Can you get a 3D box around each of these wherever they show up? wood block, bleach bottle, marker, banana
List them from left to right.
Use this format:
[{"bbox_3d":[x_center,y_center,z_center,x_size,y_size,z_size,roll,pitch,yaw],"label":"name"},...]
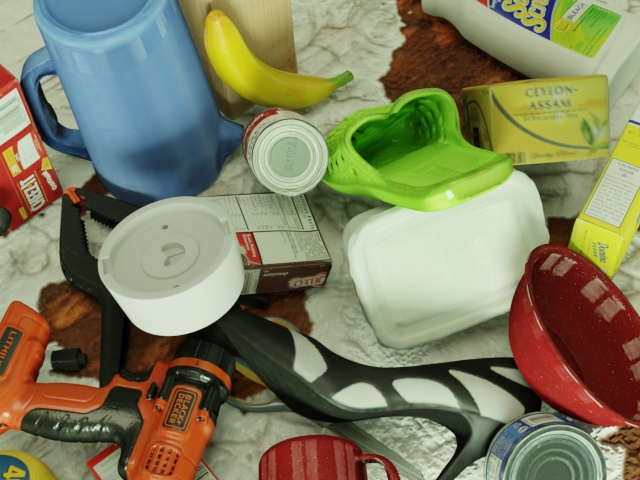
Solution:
[{"bbox_3d":[-0.258,0.102,0.903,0.121,0.020,0.020,-3,57,3],"label":"marker"},{"bbox_3d":[-0.089,-0.225,0.990,0.090,0.206,0.090,-39,62,-19],"label":"wood block"},{"bbox_3d":[-0.051,-0.158,0.985,0.070,0.197,0.037,-54,56,18],"label":"banana"},{"bbox_3d":[0.189,-0.215,1.049,0.251,0.068,0.102,29,63,23],"label":"bleach bottle"}]

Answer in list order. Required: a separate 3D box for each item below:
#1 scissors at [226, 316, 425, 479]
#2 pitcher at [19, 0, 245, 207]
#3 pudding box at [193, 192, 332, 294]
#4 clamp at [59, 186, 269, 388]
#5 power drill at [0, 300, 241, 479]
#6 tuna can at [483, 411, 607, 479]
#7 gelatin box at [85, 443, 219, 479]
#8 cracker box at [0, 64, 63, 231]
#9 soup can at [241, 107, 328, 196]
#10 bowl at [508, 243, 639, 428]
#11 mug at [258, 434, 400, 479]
[{"bbox_3d":[0.004,0.123,0.871,0.202,0.016,0.096,17,60,15],"label":"scissors"},{"bbox_3d":[-0.171,-0.139,0.919,0.149,0.243,0.145,-42,68,-15],"label":"pitcher"},{"bbox_3d":[-0.056,0.001,0.919,0.113,0.039,0.090,-3,46,-21],"label":"pudding box"},{"bbox_3d":[-0.155,0.026,0.933,0.164,0.036,0.210,-27,63,-15],"label":"clamp"},{"bbox_3d":[-0.164,0.105,0.834,0.188,0.057,0.184,12,51,8],"label":"power drill"},{"bbox_3d":[0.166,0.172,0.787,0.086,0.034,0.086,-1,95,-13],"label":"tuna can"},{"bbox_3d":[-0.127,0.188,0.831,0.073,0.030,0.089,-36,61,-19],"label":"gelatin box"},{"bbox_3d":[-0.340,-0.129,0.974,0.072,0.164,0.214,-40,64,-21],"label":"cracker box"},{"bbox_3d":[-0.032,-0.079,0.944,0.068,0.068,0.102,-15,14,-5],"label":"soup can"},{"bbox_3d":[0.197,0.084,0.829,0.162,0.055,0.162,29,39,-27],"label":"bowl"},{"bbox_3d":[0.006,0.191,0.777,0.117,0.093,0.081,-25,48,24],"label":"mug"}]
